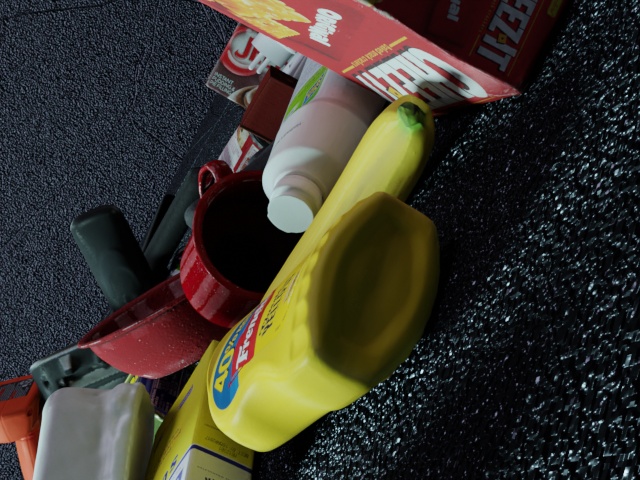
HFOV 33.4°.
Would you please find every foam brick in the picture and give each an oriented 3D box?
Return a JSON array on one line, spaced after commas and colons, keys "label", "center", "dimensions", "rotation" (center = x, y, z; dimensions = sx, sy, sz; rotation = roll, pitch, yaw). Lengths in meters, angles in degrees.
[{"label": "foam brick", "center": [-0.022, -0.106, 0.907], "dimensions": [0.051, 0.078, 0.053], "rotation": [-60, 11, 17]}]

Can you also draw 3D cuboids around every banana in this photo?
[{"label": "banana", "center": [0.014, -0.013, 0.590], "dimensions": [0.069, 0.037, 0.198], "rotation": [-27, -25, -48]}]

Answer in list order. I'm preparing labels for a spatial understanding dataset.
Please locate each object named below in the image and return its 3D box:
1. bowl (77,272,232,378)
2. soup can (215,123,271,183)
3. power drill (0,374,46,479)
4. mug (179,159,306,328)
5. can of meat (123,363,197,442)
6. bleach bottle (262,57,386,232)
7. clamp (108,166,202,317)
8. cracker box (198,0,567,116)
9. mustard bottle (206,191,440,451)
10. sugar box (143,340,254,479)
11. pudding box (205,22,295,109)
[{"label": "bowl", "center": [-0.111, 0.063, 0.854], "dimensions": [0.162, 0.055, 0.162], "rotation": [-29, 8, 4]}, {"label": "soup can", "center": [-0.061, -0.075, 1.030], "dimensions": [0.102, 0.068, 0.068], "rotation": [-52, 15, 44]}, {"label": "power drill", "center": [-0.266, 0.232, 0.993], "dimensions": [0.184, 0.057, 0.187], "rotation": [-117, 16, -75]}, {"label": "mug", "center": [-0.055, 0.001, 0.728], "dimensions": [0.093, 0.117, 0.082], "rotation": [-23, -13, -26]}, {"label": "can of meat", "center": [-0.146, 0.156, 0.892], "dimensions": [0.102, 0.057, 0.084], "rotation": [-56, 15, 25]}, {"label": "bleach bottle", "center": [0.010, -0.090, 0.716], "dimensions": [0.103, 0.068, 0.250], "rotation": [-50, 13, 42]}, {"label": "clamp", "center": [-0.172, 0.028, 1.068], "dimensions": [0.210, 0.036, 0.165], "rotation": [-65, 12, -8]}, {"label": "cracker box", "center": [-0.002, -0.141, 0.555], "dimensions": [0.072, 0.213, 0.164], "rotation": [-64, 11, -3]}, {"label": "mustard bottle", "center": [-0.013, 0.055, 0.534], "dimensions": [0.192, 0.058, 0.096], "rotation": [-45, 19, 56]}, {"label": "sugar box", "center": [-0.076, 0.145, 0.632], "dimensions": [0.093, 0.048, 0.176], "rotation": [-59, 10, 22]}, {"label": "pudding box", "center": [-0.043, -0.165, 1.048], "dimensions": [0.090, 0.113, 0.039], "rotation": [-60, 8, 8]}]
